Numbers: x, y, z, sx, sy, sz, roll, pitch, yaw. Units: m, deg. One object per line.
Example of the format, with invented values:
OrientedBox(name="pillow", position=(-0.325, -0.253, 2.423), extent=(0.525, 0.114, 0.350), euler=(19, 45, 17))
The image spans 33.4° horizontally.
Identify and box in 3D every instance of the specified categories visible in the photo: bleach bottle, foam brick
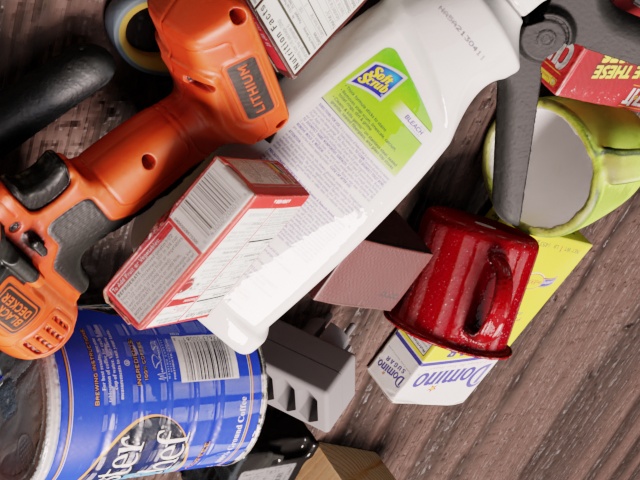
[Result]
OrientedBox(name="bleach bottle", position=(0.019, -0.053, 0.568), extent=(0.251, 0.068, 0.102), euler=(-40, 112, 14))
OrientedBox(name="foam brick", position=(0.022, 0.007, 0.691), extent=(0.078, 0.051, 0.053), euler=(12, 121, -45))

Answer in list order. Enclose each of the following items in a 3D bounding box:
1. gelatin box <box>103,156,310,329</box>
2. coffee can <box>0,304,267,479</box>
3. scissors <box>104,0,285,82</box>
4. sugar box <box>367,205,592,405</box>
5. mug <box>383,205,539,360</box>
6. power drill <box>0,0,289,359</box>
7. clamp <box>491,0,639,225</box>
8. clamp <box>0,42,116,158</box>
OrientedBox(name="gelatin box", position=(-0.053, 0.001, 0.512), extent=(0.089, 0.030, 0.073), euler=(-48, 167, 15))
OrientedBox(name="coffee can", position=(-0.116, 0.086, 0.615), extent=(0.140, 0.103, 0.103), euler=(1, 128, -41))
OrientedBox(name="scissors", position=(-0.045, -0.087, 0.567), extent=(0.096, 0.016, 0.201), euler=(-32, 143, -6))
OrientedBox(name="sugar box", position=(0.122, 0.053, 0.825), extent=(0.093, 0.048, 0.176), euler=(9, 121, -44))
OrientedBox(name="mug", position=(0.101, 0.029, 0.717), extent=(0.093, 0.117, 0.081), euler=(15, 101, -11))
OrientedBox(name="power drill", position=(-0.108, -0.040, 0.467), extent=(0.187, 0.057, 0.184), euler=(-41, 157, -8))
OrientedBox(name="clamp", position=(0.134, -0.118, 0.585), extent=(0.165, 0.036, 0.210), euler=(-24, 117, 18))
OrientedBox(name="clamp", position=(-0.174, -0.023, 0.509), extent=(0.171, 0.039, 0.120), euler=(-21, 137, -23))
